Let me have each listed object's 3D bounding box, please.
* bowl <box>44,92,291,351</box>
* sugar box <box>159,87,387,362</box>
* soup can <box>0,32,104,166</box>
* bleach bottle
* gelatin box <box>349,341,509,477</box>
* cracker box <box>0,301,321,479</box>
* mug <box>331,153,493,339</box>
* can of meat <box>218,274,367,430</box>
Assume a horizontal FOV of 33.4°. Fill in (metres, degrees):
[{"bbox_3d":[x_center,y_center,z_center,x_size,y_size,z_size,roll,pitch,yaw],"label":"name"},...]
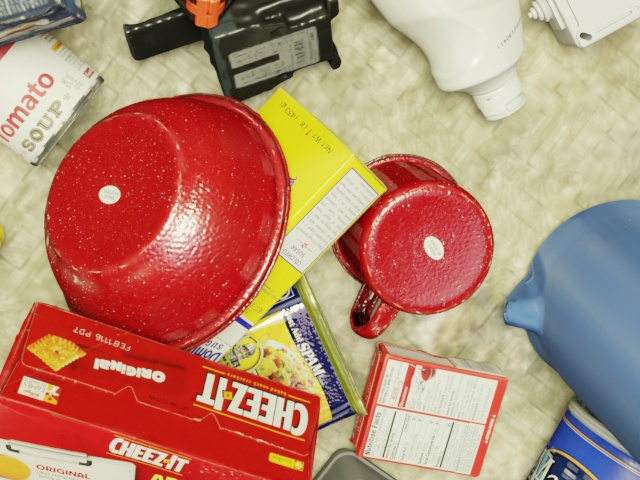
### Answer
[{"bbox_3d":[-0.099,-0.018,0.592,0.162,0.162,0.055,-51,146,4],"label":"bowl"},{"bbox_3d":[-0.054,0.001,0.632,0.176,0.093,0.048,-45,135,1],"label":"sugar box"},{"bbox_3d":[-0.184,-0.098,0.608,0.102,0.068,0.068,38,94,-15],"label":"soup can"},{"bbox_3d":[0.050,-0.173,0.607,0.102,0.068,0.250,-48,120,-30],"label":"bleach bottle"},{"bbox_3d":[0.071,0.112,0.709,0.089,0.030,0.073,12,101,-10],"label":"gelatin box"},{"bbox_3d":[-0.114,0.139,0.612,0.164,0.072,0.214,20,136,-12],"label":"cracker box"},{"bbox_3d":[0.051,0.008,0.657,0.093,0.081,0.117,29,96,-13],"label":"mug"},{"bbox_3d":[-0.029,0.079,0.673,0.084,0.057,0.102,-25,104,0],"label":"can of meat"}]
